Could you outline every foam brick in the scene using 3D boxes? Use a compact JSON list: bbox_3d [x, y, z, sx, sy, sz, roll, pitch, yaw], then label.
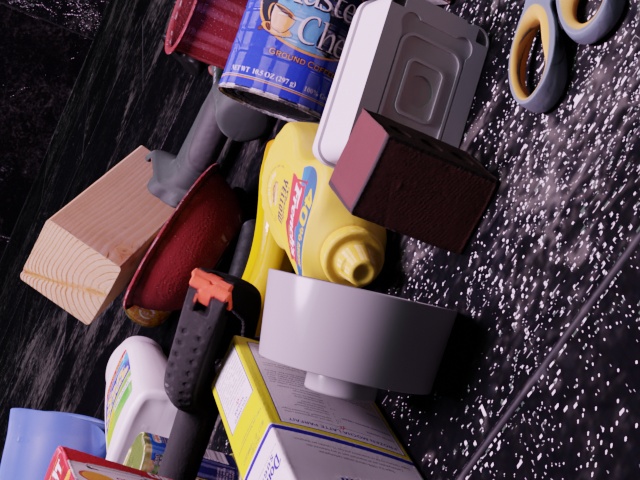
[{"bbox_3d":[0.054,-0.034,0.623,0.051,0.078,0.053,-64,23,15],"label":"foam brick"}]

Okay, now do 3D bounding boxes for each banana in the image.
[{"bbox_3d":[-0.048,0.014,0.855,0.037,0.069,0.197,2,59,34],"label":"banana"}]

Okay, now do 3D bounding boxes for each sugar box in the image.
[{"bbox_3d":[0.000,0.119,0.597,0.048,0.093,0.176,-65,21,15],"label":"sugar box"}]

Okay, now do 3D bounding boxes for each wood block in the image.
[{"bbox_3d":[-0.222,-0.011,1.161,0.090,0.091,0.205,-55,0,32],"label":"wood block"}]

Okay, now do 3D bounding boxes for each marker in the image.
[{"bbox_3d":[-0.104,-0.029,1.095,0.121,0.020,0.020,-33,42,58],"label":"marker"}]

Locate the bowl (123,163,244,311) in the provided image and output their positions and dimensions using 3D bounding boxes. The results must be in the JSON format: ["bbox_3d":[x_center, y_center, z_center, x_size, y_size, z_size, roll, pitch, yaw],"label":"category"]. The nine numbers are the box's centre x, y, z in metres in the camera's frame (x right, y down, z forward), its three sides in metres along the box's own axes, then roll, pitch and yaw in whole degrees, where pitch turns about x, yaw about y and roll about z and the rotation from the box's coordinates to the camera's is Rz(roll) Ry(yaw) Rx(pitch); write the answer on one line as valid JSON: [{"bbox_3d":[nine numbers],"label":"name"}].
[{"bbox_3d":[-0.118,0.009,0.999,0.162,0.055,0.162,-58,-1,-2],"label":"bowl"}]

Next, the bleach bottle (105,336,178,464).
[{"bbox_3d":[-0.182,0.159,1.062,0.102,0.068,0.251,-69,18,3],"label":"bleach bottle"}]

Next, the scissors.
[{"bbox_3d":[0.139,-0.165,0.617,0.096,0.016,0.201,-38,38,52],"label":"scissors"}]

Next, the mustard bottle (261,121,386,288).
[{"bbox_3d":[0.004,-0.014,0.752,0.192,0.058,0.096,-124,42,-64],"label":"mustard bottle"}]

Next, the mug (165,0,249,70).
[{"bbox_3d":[-0.083,-0.208,0.964,0.093,0.081,0.117,-31,44,60],"label":"mug"}]

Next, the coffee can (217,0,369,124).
[{"bbox_3d":[-0.015,-0.175,0.886,0.103,0.102,0.140,15,85,69],"label":"coffee can"}]

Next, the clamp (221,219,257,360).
[{"bbox_3d":[-0.074,0.058,0.916,0.171,0.039,0.120,-108,37,-63],"label":"clamp"}]

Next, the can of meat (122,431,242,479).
[{"bbox_3d":[-0.115,0.204,0.819,0.102,0.083,0.057,-67,20,6],"label":"can of meat"}]

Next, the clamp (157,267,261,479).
[{"bbox_3d":[-0.075,0.095,0.713,0.164,0.036,0.210,-60,-15,-27],"label":"clamp"}]

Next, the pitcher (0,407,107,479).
[{"bbox_3d":[-0.286,0.299,1.100,0.149,0.145,0.243,108,174,-74],"label":"pitcher"}]
